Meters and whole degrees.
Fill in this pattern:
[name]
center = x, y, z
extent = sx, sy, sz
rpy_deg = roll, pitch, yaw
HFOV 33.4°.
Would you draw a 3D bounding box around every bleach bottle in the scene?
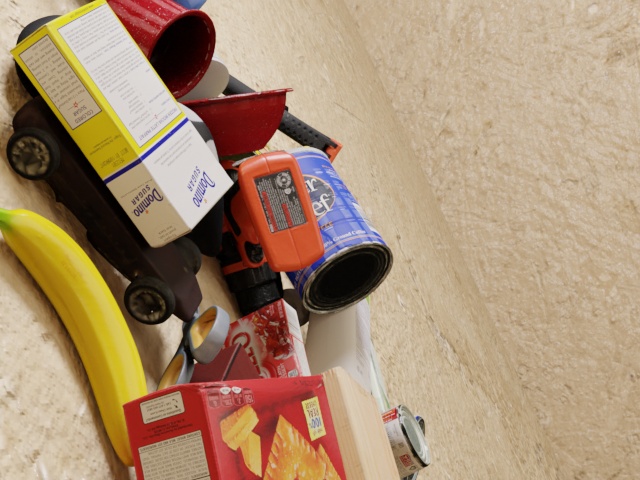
[bleach bottle]
center = 0.024, 0.072, 1.151
extent = 0.102, 0.068, 0.250
rpy_deg = 68, 21, -50

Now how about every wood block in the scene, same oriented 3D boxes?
[wood block]
center = 0.020, 0.230, 0.944
extent = 0.090, 0.091, 0.206
rpy_deg = 47, 21, -49

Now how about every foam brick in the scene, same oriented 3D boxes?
[foam brick]
center = -0.080, 0.126, 0.842
extent = 0.051, 0.053, 0.078
rpy_deg = 61, 14, -13

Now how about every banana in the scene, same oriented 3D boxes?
[banana]
center = -0.161, 0.055, 0.709
extent = 0.198, 0.037, 0.069
rpy_deg = 60, 33, -10

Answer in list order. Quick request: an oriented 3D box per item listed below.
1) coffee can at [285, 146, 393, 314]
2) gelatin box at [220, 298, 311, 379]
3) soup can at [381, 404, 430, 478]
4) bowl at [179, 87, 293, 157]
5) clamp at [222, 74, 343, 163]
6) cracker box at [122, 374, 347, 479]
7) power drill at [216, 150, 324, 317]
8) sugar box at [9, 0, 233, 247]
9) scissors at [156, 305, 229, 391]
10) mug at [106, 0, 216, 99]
[coffee can]
center = -0.004, -0.011, 1.083
extent = 0.140, 0.103, 0.102
rpy_deg = 57, 8, 32
[gelatin box]
center = -0.051, 0.106, 0.945
extent = 0.030, 0.073, 0.089
rpy_deg = 47, 22, -49
[soup can]
center = 0.050, 0.214, 1.067
extent = 0.068, 0.102, 0.068
rpy_deg = 57, 15, -24
[bowl]
center = -0.102, -0.109, 1.018
extent = 0.162, 0.162, 0.055
rpy_deg = -44, 128, -76
[clamp]
center = -0.067, -0.160, 1.301
extent = 0.210, 0.036, 0.164
rpy_deg = 35, 6, 25
[cracker box]
center = -0.036, 0.200, 0.711
extent = 0.164, 0.072, 0.214
rpy_deg = 11, 61, -61
[power drill]
center = -0.057, 0.001, 0.995
extent = 0.184, 0.057, 0.188
rpy_deg = 70, -21, 1
[sugar box]
center = -0.143, -0.088, 0.794
extent = 0.176, 0.048, 0.093
rpy_deg = 58, 28, -13
[scissors]
center = -0.110, 0.085, 0.847
extent = 0.016, 0.096, 0.202
rpy_deg = 33, -10, -13
[mug]
center = -0.168, -0.185, 1.008
extent = 0.082, 0.117, 0.093
rpy_deg = 33, -36, 26
